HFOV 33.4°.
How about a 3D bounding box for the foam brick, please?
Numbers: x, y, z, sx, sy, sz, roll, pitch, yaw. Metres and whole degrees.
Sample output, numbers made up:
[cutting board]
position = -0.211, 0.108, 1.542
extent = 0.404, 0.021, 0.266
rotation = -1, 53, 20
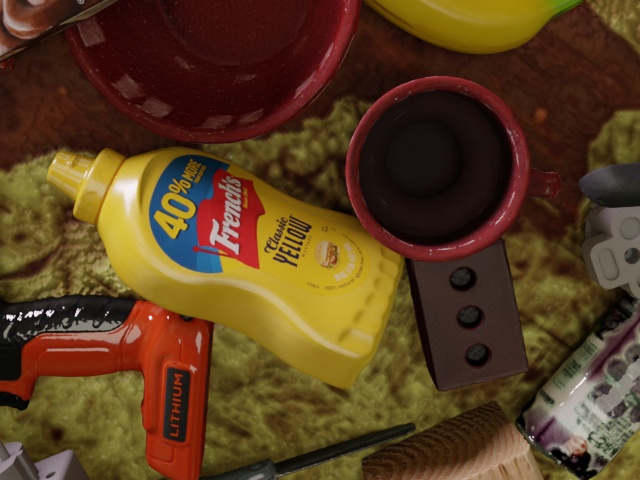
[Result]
[foam brick]
position = 0.080, 0.038, 0.597
extent = 0.053, 0.051, 0.078
rotation = -13, 100, 0

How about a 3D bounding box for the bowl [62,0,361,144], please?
[bowl]
position = -0.053, -0.133, 0.552
extent = 0.162, 0.055, 0.162
rotation = 3, 105, 13

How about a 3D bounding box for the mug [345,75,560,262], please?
[mug]
position = 0.069, -0.040, 0.569
extent = 0.117, 0.081, 0.093
rotation = 6, 99, -3

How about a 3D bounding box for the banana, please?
[banana]
position = 0.043, -0.155, 0.575
extent = 0.197, 0.037, 0.069
rotation = 31, 79, -8

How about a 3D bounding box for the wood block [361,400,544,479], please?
[wood block]
position = 0.107, 0.211, 0.608
extent = 0.091, 0.090, 0.206
rotation = -24, 99, 1

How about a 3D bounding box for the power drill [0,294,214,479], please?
[power drill]
position = -0.156, 0.088, 0.593
extent = 0.187, 0.057, 0.184
rotation = 6, 105, -4

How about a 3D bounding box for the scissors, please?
[scissors]
position = -0.043, 0.139, 0.592
extent = 0.202, 0.096, 0.016
rotation = -14, 97, 3

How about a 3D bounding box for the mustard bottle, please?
[mustard bottle]
position = -0.054, 0.000, 0.567
extent = 0.191, 0.096, 0.058
rotation = 24, 138, -5
